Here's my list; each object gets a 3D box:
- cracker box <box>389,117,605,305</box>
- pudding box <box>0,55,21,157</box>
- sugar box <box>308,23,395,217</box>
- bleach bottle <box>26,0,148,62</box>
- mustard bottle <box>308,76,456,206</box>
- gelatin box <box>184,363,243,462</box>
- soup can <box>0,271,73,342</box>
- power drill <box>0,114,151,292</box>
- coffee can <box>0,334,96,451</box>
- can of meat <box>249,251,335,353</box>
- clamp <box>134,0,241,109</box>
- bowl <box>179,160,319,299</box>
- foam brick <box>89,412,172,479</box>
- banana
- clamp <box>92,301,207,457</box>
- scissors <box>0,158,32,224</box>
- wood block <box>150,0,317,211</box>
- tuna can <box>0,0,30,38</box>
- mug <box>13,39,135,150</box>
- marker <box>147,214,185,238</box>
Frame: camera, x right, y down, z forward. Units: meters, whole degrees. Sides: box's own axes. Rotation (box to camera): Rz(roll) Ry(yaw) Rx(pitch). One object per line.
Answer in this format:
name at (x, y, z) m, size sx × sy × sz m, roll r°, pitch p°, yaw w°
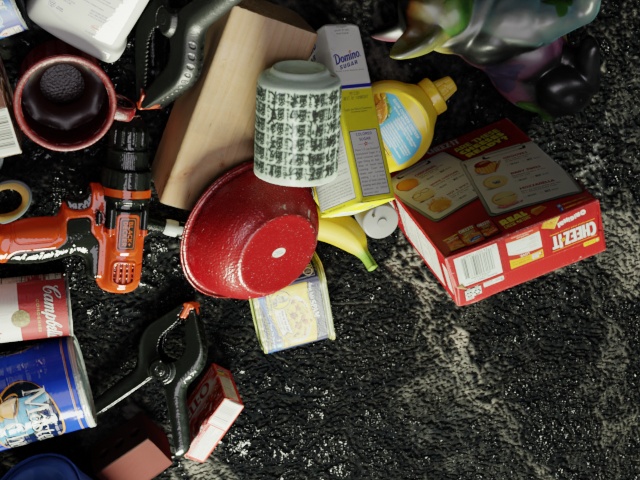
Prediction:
cracker box at (0.172, -0.034, 1.118) m, size 0.164 × 0.214 × 0.072 m, roll -21°, pitch 122°, yaw -6°
pudding box at (-0.309, -0.143, 0.989) m, size 0.039 × 0.090 × 0.113 m, roll -12°, pitch 119°, yaw -9°
sugar box at (0.019, -0.116, 1.054) m, size 0.048 × 0.093 × 0.176 m, roll -7°, pitch 85°, yaw -27°
bleach bottle at (-0.160, -0.278, 0.935) m, size 0.102 × 0.068 × 0.251 m, roll 27°, pitch 125°, yaw -25°
mustard bottle at (0.061, -0.114, 1.132) m, size 0.191 × 0.058 × 0.096 m, roll -34°, pitch 102°, yaw 1°
gelatin box at (-0.130, 0.198, 1.223) m, size 0.030 × 0.073 × 0.089 m, roll 28°, pitch 105°, yaw -28°
soup can at (-0.311, 0.071, 1.108) m, size 0.102 × 0.068 × 0.068 m, roll -5°, pitch 117°, yaw -14°
power drill at (-0.261, -0.038, 1.058) m, size 0.187 × 0.057 × 0.184 m, roll 1°, pitch 101°, yaw -23°
coffee can at (-0.319, 0.166, 1.133) m, size 0.140 × 0.103 × 0.103 m, roll -14°, pitch 119°, yaw -10°
can of meat at (-0.035, 0.072, 1.199) m, size 0.084 × 0.057 × 0.102 m, roll -14°, pitch 119°, yaw -8°
clamp at (-0.137, -0.218, 1.003) m, size 0.036 × 0.165 × 0.210 m, roll -9°, pitch 144°, yaw -40°
bowl at (-0.057, 0.001, 1.062) m, size 0.161 × 0.055 × 0.162 m, roll -23°, pitch 132°, yaw -28°
foam brick at (-0.218, 0.249, 1.234) m, size 0.078 × 0.053 × 0.051 m, roll -35°, pitch 120°, yaw 2°
banana at (-0.032, -0.009, 1.157) m, size 0.197 × 0.069 × 0.037 m, roll 4°, pitch 146°, yaw -15°
clamp at (-0.184, 0.145, 1.186) m, size 0.120 × 0.039 × 0.171 m, roll 15°, pitch 91°, yaw 1°
scissors at (-0.371, -0.011, 1.079) m, size 0.096 × 0.016 × 0.202 m, roll 32°, pitch 103°, yaw -28°
wood block at (-0.090, -0.134, 1.060) m, size 0.090 × 0.091 × 0.206 m, roll 15°, pitch 110°, yaw -23°
tuna can at (-0.292, -0.225, 0.956) m, size 0.033 × 0.086 × 0.086 m, roll -20°, pitch 120°, yaw -5°
mug at (-0.233, -0.140, 1.018) m, size 0.117 × 0.081 × 0.093 m, roll 11°, pitch 112°, yaw -21°
marker at (-0.138, -0.008, 1.149) m, size 0.121 × 0.020 × 0.020 m, roll 14°, pitch 111°, yaw -22°
